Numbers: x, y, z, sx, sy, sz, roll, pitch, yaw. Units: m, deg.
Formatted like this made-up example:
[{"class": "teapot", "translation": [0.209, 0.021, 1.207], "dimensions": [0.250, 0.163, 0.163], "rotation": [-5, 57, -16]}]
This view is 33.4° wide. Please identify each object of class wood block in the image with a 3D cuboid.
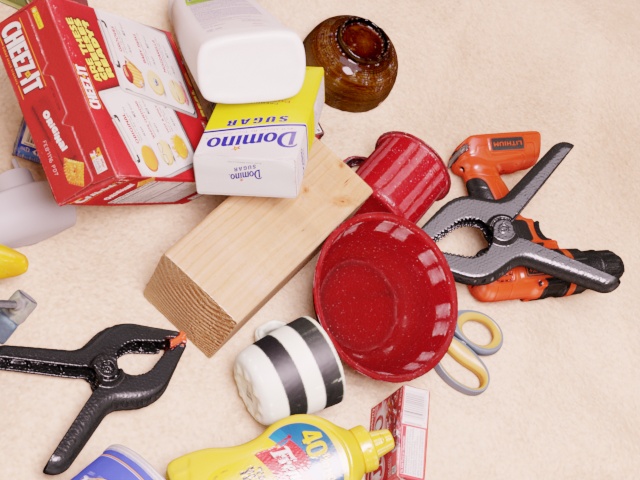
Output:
[{"class": "wood block", "translation": [-0.057, 0.001, 1.001], "dimensions": [0.090, 0.091, 0.205], "rotation": [43, 56, 4]}]

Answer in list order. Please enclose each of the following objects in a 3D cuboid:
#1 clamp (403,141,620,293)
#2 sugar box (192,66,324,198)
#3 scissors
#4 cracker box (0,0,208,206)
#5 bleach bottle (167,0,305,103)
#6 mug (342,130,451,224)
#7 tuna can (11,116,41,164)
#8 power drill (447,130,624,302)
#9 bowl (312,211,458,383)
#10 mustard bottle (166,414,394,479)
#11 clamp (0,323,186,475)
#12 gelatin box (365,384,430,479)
[{"class": "clamp", "translation": [0.184, -0.016, 1.076], "dimensions": [0.210, 0.036, 0.164], "rotation": [-6, 69, -2]}, {"class": "sugar box", "translation": [-0.053, -0.106, 0.989], "dimensions": [0.093, 0.048, 0.176], "rotation": [3, 34, 7]}, {"class": "scissors", "translation": [0.107, 0.067, 1.076], "dimensions": [0.096, 0.016, 0.202], "rotation": [-37, 82, -30]}, {"class": "cracker box", "translation": [-0.178, -0.115, 0.946], "dimensions": [0.164, 0.072, 0.213], "rotation": [67, 20, 6]}, {"class": "bleach bottle", "translation": [-0.092, -0.211, 1.051], "dimensions": [0.102, 0.068, 0.251], "rotation": [-7, 30, -12]}, {"class": "mug", "translation": [0.063, -0.055, 1.089], "dimensions": [0.117, 0.093, 0.081], "rotation": [24, 56, 29]}, {"class": "tuna can", "translation": [-0.255, -0.113, 0.984], "dimensions": [0.033, 0.086, 0.086], "rotation": [19, 58, -14]}, {"class": "power drill", "translation": [0.226, -0.026, 1.150], "dimensions": [0.184, 0.057, 0.188], "rotation": [-5, 65, -23]}, {"class": "bowl", "translation": [0.051, 0.057, 1.011], "dimensions": [0.161, 0.055, 0.162], "rotation": [8, 73, -29]}, {"class": "mustard bottle", "translation": [-0.027, 0.201, 0.901], "dimensions": [0.191, 0.058, 0.096], "rotation": [-18, 71, -15]}, {"class": "clamp", "translation": [-0.186, 0.127, 0.911], "dimensions": [0.171, 0.039, 0.120], "rotation": [-13, 71, -28]}, {"class": "gelatin box", "translation": [0.068, 0.184, 0.964], "dimensions": [0.030, 0.073, 0.089], "rotation": [16, 59, -15]}]
